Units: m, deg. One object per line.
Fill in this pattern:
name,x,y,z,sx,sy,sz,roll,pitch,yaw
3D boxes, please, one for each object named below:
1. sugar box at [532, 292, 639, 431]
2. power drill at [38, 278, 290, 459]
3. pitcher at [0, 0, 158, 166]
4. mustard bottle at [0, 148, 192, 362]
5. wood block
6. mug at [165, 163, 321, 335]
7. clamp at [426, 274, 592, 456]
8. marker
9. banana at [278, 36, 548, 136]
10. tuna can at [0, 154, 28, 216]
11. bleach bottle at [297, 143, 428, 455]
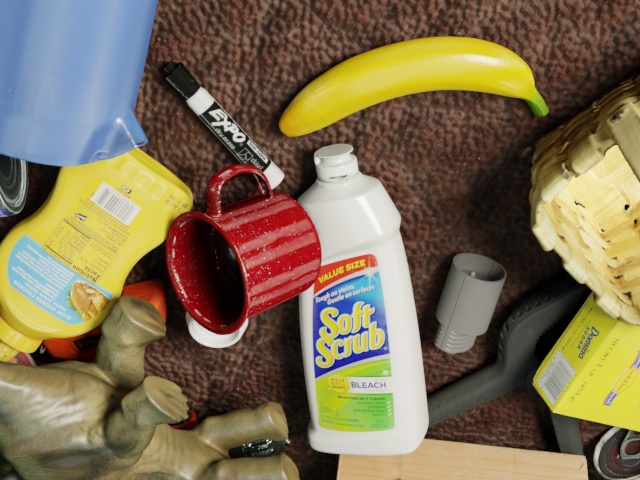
sugar box,0.262,0.105,0.840,0.176,0.048,0.093,16,117,-27
power drill,-0.134,0.126,0.883,0.184,0.057,0.187,-14,118,9
pitcher,-0.170,-0.183,0.683,0.149,0.145,0.243,6,118,-28
mustard bottle,-0.187,0.014,0.796,0.096,0.058,0.192,36,98,-15
wood block,0.115,0.230,0.898,0.206,0.090,0.090,6,133,4
mug,-0.055,0.001,0.779,0.093,0.081,0.117,10,115,45
clamp,0.188,0.111,0.880,0.164,0.036,0.210,23,121,-13
marker,-0.072,-0.085,0.788,0.020,0.020,0.121,-35,112,19
banana,0.066,-0.110,0.761,0.198,0.037,0.069,-3,118,3
tuna can,-0.241,-0.058,0.769,0.034,0.086,0.086,-7,118,3
bleach bottle,0.022,0.047,0.834,0.103,0.068,0.251,-1,115,21
